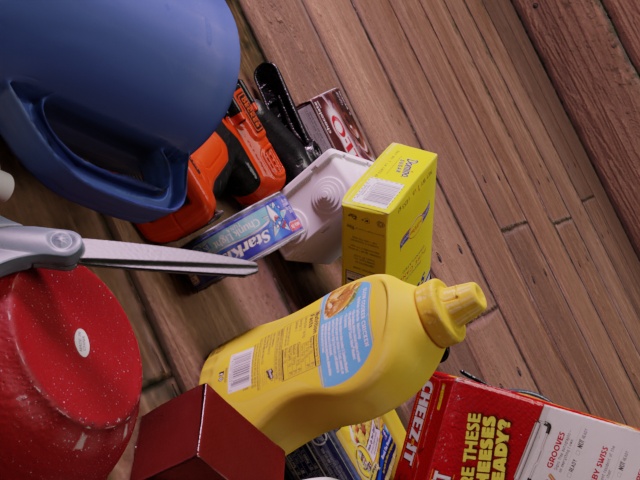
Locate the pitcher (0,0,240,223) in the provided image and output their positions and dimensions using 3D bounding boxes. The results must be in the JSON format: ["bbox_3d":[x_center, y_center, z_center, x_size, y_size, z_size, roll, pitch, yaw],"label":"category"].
[{"bbox_3d":[-0.148,-0.108,0.552,0.149,0.145,0.242,28,5,23],"label":"pitcher"}]

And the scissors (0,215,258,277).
[{"bbox_3d":[-0.131,0.015,0.485,0.201,0.016,0.096,16,40,-6],"label":"scissors"}]

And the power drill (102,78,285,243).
[{"bbox_3d":[-0.100,-0.090,0.768,0.184,0.057,0.187,59,23,-11],"label":"power drill"}]

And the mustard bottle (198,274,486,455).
[{"bbox_3d":[0.014,0.072,0.659,0.058,0.192,0.096,48,27,-31],"label":"mustard bottle"}]

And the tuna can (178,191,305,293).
[{"bbox_3d":[-0.055,0.001,0.729,0.034,0.086,0.086,60,22,-1],"label":"tuna can"}]

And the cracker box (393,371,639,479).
[{"bbox_3d":[0.157,0.198,0.766,0.213,0.072,0.164,17,85,-15],"label":"cracker box"}]

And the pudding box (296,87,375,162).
[{"bbox_3d":[0.015,-0.087,1.040,0.113,0.039,0.090,61,22,-5],"label":"pudding box"}]

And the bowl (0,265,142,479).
[{"bbox_3d":[-0.138,0.059,0.525,0.162,0.055,0.162,47,27,-34],"label":"bowl"}]

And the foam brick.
[{"bbox_3d":[-0.063,0.131,0.611,0.078,0.051,0.053,48,28,-32],"label":"foam brick"}]

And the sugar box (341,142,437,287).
[{"bbox_3d":[0.054,0.022,0.847,0.093,0.048,0.176,-48,145,-44],"label":"sugar box"}]

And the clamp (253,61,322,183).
[{"bbox_3d":[-0.022,-0.073,0.944,0.171,0.039,0.120,59,24,-11],"label":"clamp"}]

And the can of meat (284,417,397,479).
[{"bbox_3d":[0.009,0.140,0.751,0.084,0.058,0.102,60,23,-12],"label":"can of meat"}]
